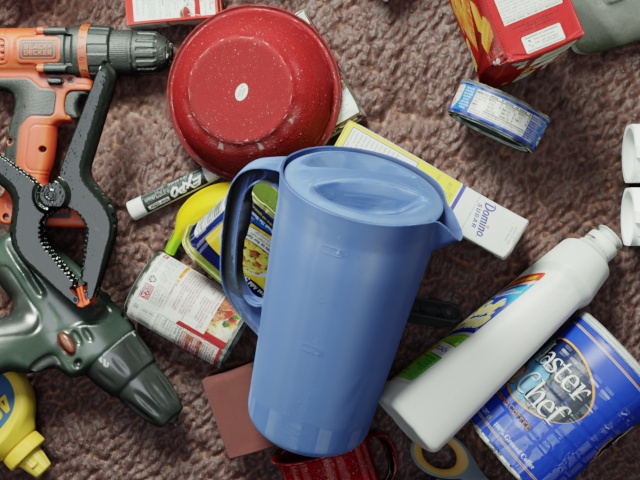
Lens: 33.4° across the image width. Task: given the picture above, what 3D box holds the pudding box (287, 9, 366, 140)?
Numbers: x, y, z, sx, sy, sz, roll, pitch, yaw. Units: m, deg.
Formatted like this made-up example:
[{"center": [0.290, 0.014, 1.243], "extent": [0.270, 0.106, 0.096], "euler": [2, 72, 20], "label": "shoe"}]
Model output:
[{"center": [-0.024, -0.140, 0.977], "extent": [0.090, 0.039, 0.113], "euler": [-30, 87, 7], "label": "pudding box"}]

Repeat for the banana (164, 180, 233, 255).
[{"center": [-0.048, -0.023, 0.985], "extent": [0.198, 0.037, 0.069], "euler": [0, 118, 6], "label": "banana"}]

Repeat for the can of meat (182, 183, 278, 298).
[{"center": [-0.056, 0.001, 0.945], "extent": [0.102, 0.057, 0.084], "euler": [42, 112, -16], "label": "can of meat"}]

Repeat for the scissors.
[{"center": [0.163, 0.220, 0.982], "extent": [0.201, 0.016, 0.096], "euler": [-1, 70, -11], "label": "scissors"}]

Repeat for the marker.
[{"center": [-0.123, -0.053, 0.995], "extent": [0.121, 0.020, 0.020], "euler": [-25, 90, 4], "label": "marker"}]

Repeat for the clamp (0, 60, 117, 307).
[{"center": [-0.245, -0.042, 0.937], "extent": [0.164, 0.036, 0.210], "euler": [-10, 91, 0], "label": "clamp"}]

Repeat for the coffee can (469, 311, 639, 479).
[{"center": [0.214, 0.146, 0.935], "extent": [0.140, 0.103, 0.103], "euler": [-42, 89, 4], "label": "coffee can"}]

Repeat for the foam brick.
[{"center": [-0.069, 0.153, 0.981], "extent": [0.051, 0.053, 0.078], "euler": [-20, 89, 4], "label": "foam brick"}]

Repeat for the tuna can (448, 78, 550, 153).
[{"center": [0.157, -0.109, 0.942], "extent": [0.086, 0.086, 0.034], "euler": [26, 94, 3], "label": "tuna can"}]

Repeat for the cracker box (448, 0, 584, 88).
[{"center": [0.137, -0.243, 0.900], "extent": [0.072, 0.164, 0.214], "euler": [-22, 90, 2], "label": "cracker box"}]

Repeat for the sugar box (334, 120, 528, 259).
[{"center": [0.093, -0.043, 0.944], "extent": [0.176, 0.093, 0.048], "euler": [32, 94, 3], "label": "sugar box"}]

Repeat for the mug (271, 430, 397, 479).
[{"center": [0.021, 0.215, 0.966], "extent": [0.117, 0.093, 0.081], "euler": [-21, 96, -32], "label": "mug"}]

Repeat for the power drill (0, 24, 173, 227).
[{"center": [-0.228, -0.105, 0.984], "extent": [0.184, 0.057, 0.187], "euler": [1, 90, 4], "label": "power drill"}]

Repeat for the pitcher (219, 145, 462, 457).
[{"center": [0.002, 0.050, 0.876], "extent": [0.144, 0.149, 0.243], "euler": [-5, 123, -30], "label": "pitcher"}]

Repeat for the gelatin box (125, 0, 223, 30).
[{"center": [-0.136, -0.236, 0.986], "extent": [0.089, 0.030, 0.073], "euler": [-4, 90, 4], "label": "gelatin box"}]

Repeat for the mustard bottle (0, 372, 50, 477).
[{"center": [-0.324, 0.147, 0.995], "extent": [0.096, 0.058, 0.191], "euler": [-45, 89, -3], "label": "mustard bottle"}]

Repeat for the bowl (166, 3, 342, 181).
[{"center": [-0.065, -0.130, 0.935], "extent": [0.162, 0.055, 0.162], "euler": [1, 94, 10], "label": "bowl"}]

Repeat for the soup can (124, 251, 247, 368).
[{"center": [-0.119, 0.063, 0.974], "extent": [0.102, 0.068, 0.068], "euler": [29, 93, 3], "label": "soup can"}]

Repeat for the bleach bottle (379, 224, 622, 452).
[{"center": [0.165, 0.078, 0.945], "extent": [0.250, 0.103, 0.068], "euler": [-41, 94, -8], "label": "bleach bottle"}]
